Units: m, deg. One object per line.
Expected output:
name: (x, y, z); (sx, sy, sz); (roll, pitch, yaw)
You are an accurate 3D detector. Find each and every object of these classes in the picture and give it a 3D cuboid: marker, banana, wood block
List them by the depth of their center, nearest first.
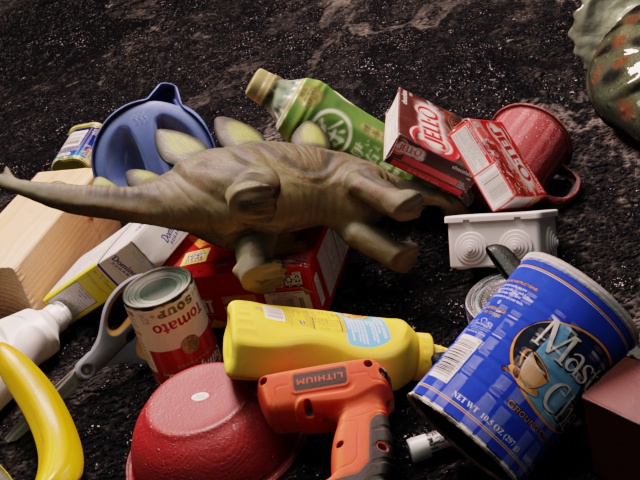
marker: (0.126, 0.144, 0.826); (0.121, 0.020, 0.020); (-18, 30, -2)
banana: (-0.244, 0.161, 0.933); (0.037, 0.069, 0.198); (-42, 41, 7)
wood block: (-0.317, 0.010, 1.208); (0.090, 0.091, 0.206); (-4, 32, 21)

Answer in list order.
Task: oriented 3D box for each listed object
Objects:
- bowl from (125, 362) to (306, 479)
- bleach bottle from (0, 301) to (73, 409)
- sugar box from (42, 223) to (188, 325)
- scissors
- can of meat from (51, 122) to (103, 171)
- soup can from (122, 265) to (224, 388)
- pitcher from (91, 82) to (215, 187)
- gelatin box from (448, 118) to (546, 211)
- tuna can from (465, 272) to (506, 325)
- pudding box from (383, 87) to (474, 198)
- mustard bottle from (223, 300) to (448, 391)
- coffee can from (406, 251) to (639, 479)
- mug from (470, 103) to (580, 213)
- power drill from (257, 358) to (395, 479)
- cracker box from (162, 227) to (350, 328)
bowl: (-0.094, 0.152, 0.892); (0.162, 0.055, 0.162); (-13, 30, 7)
bleach bottle: (-0.336, 0.140, 1.031); (0.103, 0.068, 0.250); (10, 37, 39)
sugar box: (-0.207, 0.021, 1.107); (0.177, 0.048, 0.093); (-26, 21, 41)
scissors: (-0.203, 0.126, 1.014); (0.201, 0.096, 0.016); (-57, 23, -6)
can of meat: (-0.290, -0.083, 1.341); (0.057, 0.102, 0.084); (-8, 33, 15)
soup can: (-0.134, 0.082, 0.980); (0.068, 0.102, 0.068); (-13, 30, 7)
pitcher: (-0.187, -0.092, 1.244); (0.149, 0.145, 0.243); (-36, 10, 2)
gelatin box: (0.167, -0.072, 1.006); (0.030, 0.089, 0.073); (-37, -18, 31)
tuna can: (0.170, 0.061, 0.927); (0.086, 0.034, 0.086); (-13, 30, 7)
pudding box: (0.109, -0.097, 1.056); (0.090, 0.039, 0.113); (25, 28, -11)
mustard bottle: (0.017, 0.091, 0.890); (0.191, 0.058, 0.096); (6, 12, -9)
coffee can: (0.146, 0.093, 0.774); (0.140, 0.102, 0.103); (-48, 37, -10)
mug: (0.210, -0.074, 1.092); (0.117, 0.093, 0.081); (34, 53, 8)
power drill: (-0.006, 0.178, 0.775); (0.184, 0.057, 0.187); (-9, 42, 2)
cracker box: (-0.057, 0.001, 1.107); (0.164, 0.072, 0.213); (-6, 31, 18)
